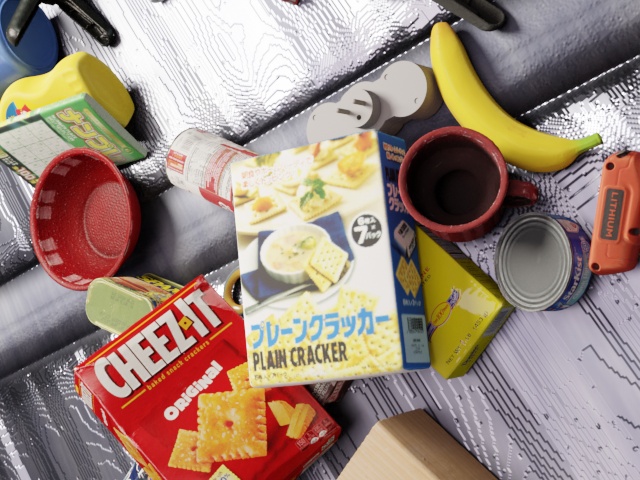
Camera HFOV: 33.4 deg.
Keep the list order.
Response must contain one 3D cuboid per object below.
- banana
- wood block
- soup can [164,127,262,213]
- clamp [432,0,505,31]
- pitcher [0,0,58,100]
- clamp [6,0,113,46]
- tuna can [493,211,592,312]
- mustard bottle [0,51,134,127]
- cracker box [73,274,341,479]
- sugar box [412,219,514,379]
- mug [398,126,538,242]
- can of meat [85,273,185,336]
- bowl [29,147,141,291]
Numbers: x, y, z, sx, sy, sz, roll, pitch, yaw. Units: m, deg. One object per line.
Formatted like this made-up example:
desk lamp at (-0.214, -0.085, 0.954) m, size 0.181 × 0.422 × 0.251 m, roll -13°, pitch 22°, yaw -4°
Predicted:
banana at (0.158, -0.118, 0.958) m, size 0.198 × 0.037 × 0.069 m, roll 42°, pitch 94°, yaw 24°
wood block at (0.121, 0.255, 0.950) m, size 0.206 × 0.090 × 0.091 m, roll 41°, pitch 111°, yaw 25°
soup can at (-0.103, -0.071, 1.108) m, size 0.102 × 0.068 × 0.068 m, roll 25°, pitch 103°, yaw 31°
clamp at (0.066, -0.276, 0.978) m, size 0.210 × 0.036 × 0.164 m, roll 18°, pitch 139°, yaw 38°
pitcher at (-0.445, -0.220, 1.290) m, size 0.243 × 0.149 × 0.145 m, roll -16°, pitch 74°, yaw 29°
clamp at (-0.322, -0.285, 1.227) m, size 0.171 × 0.120 × 0.039 m, roll 60°, pitch 138°, yaw 22°
tuna can at (0.193, 0.019, 0.921) m, size 0.086 × 0.033 × 0.086 m, roll -5°, pitch 83°, yaw 51°
mustard bottle at (-0.313, -0.148, 1.233) m, size 0.192 × 0.096 × 0.058 m, roll -15°, pitch 42°, yaw 33°
cracker box at (-0.110, 0.163, 1.038) m, size 0.214 × 0.164 × 0.072 m, roll 46°, pitch 155°, yaw 13°
sugar box at (0.089, 0.036, 0.996) m, size 0.176 × 0.048 × 0.093 m, roll 42°, pitch 111°, yaw 24°
mug at (0.132, -0.044, 0.938) m, size 0.117 × 0.081 × 0.093 m, roll 2°, pitch 80°, yaw 13°
can of meat at (-0.191, 0.074, 1.156) m, size 0.102 × 0.083 × 0.057 m, roll 20°, pitch 101°, yaw 32°
bowl at (-0.257, -0.024, 1.215) m, size 0.162 × 0.055 × 0.162 m, roll 0°, pitch 90°, yaw 33°
